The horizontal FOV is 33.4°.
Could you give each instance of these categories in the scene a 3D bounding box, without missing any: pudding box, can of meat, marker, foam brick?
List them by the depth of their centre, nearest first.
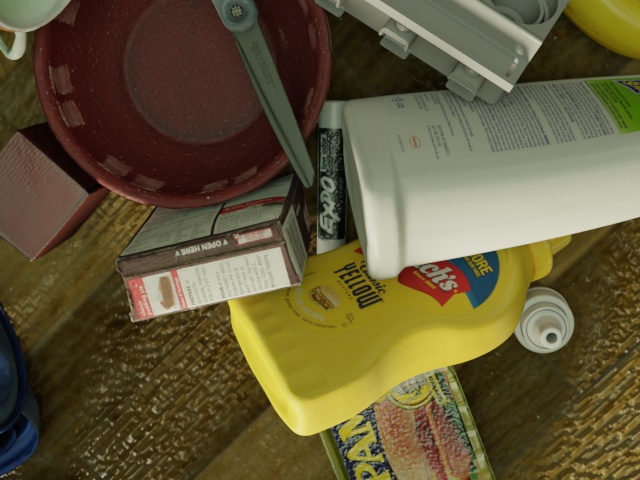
[{"bbox_3d":[-0.054,0.001,0.579,0.090,0.113,0.039,-14,104,7],"label":"pudding box"},{"bbox_3d":[-0.154,-0.030,0.599,0.051,0.078,0.053,41,100,-5],"label":"foam brick"},{"bbox_3d":[0.046,0.108,0.618,0.084,0.057,0.102,-20,98,4],"label":"can of meat"},{"bbox_3d":[0.007,-0.020,0.618,0.020,0.020,0.121,2,99,4],"label":"marker"}]

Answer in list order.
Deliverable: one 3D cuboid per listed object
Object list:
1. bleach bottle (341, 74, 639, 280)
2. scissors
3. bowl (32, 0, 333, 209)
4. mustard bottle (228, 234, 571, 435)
[{"bbox_3d":[0.141,-0.044,0.556,0.250,0.102,0.068,-7,130,-3],"label":"bleach bottle"},{"bbox_3d":[-0.031,-0.134,0.543,0.096,0.016,0.202,-38,89,10],"label":"scissors"},{"bbox_3d":[-0.072,-0.099,0.588,0.162,0.055,0.162,0,94,6],"label":"bowl"},{"bbox_3d":[0.052,0.028,0.580,0.191,0.096,0.058,-22,134,-15],"label":"mustard bottle"}]
